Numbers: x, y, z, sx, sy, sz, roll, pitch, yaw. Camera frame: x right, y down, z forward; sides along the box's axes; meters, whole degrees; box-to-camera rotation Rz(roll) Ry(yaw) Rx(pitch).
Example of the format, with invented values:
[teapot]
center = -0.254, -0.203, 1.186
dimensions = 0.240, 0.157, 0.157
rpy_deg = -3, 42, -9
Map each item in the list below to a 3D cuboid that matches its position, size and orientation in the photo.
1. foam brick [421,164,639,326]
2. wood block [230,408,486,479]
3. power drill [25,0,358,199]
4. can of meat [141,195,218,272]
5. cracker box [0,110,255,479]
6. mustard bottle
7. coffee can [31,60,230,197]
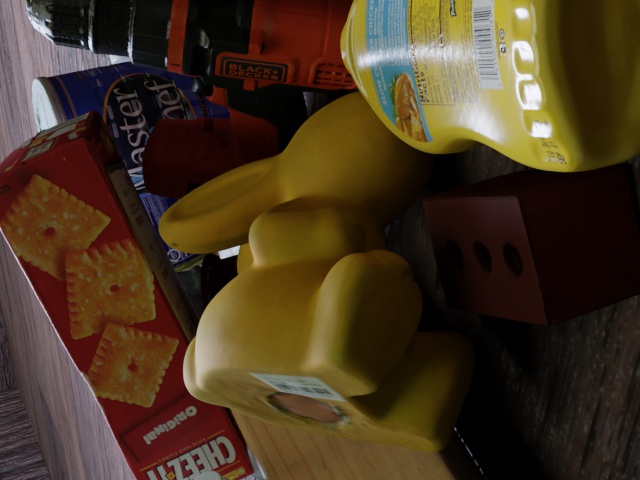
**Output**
[foam brick]
center = 0.087, 0.001, 0.439
dimensions = 0.078, 0.051, 0.053
rpy_deg = 2, 107, 67
[wood block]
center = 0.034, 0.133, 0.565
dimensions = 0.090, 0.090, 0.206
rpy_deg = 42, -167, -54
[power drill]
center = -0.067, -0.083, 0.611
dimensions = 0.188, 0.184, 0.057
rpy_deg = 109, 168, -67
[can of meat]
center = -0.138, -0.020, 0.893
dimensions = 0.102, 0.057, 0.084
rpy_deg = 7, 121, 57
[cracker box]
center = -0.122, 0.036, 0.651
dimensions = 0.164, 0.072, 0.213
rpy_deg = -130, 15, -74
[mustard bottle]
center = 0.058, -0.083, 0.444
dimensions = 0.192, 0.058, 0.096
rpy_deg = -162, 61, -64
[coffee can]
center = -0.132, -0.084, 0.796
dimensions = 0.103, 0.140, 0.103
rpy_deg = 49, 147, 47
